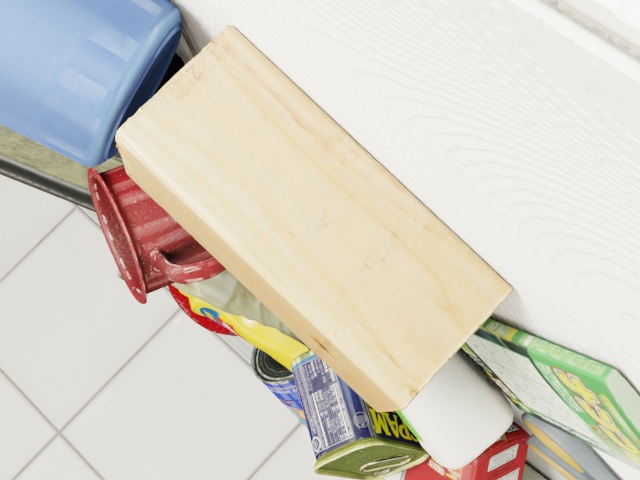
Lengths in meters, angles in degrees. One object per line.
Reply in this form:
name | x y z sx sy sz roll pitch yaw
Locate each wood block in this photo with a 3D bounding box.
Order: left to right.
wood block | -0.007 -0.007 0.596 0.206 0.090 0.091 44 169 3

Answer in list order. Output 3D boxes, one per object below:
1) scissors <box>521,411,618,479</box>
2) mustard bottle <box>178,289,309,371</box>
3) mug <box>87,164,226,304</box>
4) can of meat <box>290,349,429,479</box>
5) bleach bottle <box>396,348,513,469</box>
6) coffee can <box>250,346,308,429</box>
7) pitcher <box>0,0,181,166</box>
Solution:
scissors | 0.202 0.167 0.695 0.202 0.016 0.096 30 162 53
mustard bottle | -0.057 0.064 0.943 0.192 0.058 0.096 30 176 24
mug | -0.089 -0.011 0.678 0.117 0.081 0.093 44 151 51
can of meat | 0.028 0.126 0.790 0.102 0.058 0.084 25 -138 -54
bleach bottle | 0.026 0.039 0.732 0.251 0.068 0.102 49 180 -8
coffee can | 0.008 0.146 1.108 0.140 0.102 0.103 51 168 -33
pitcher | -0.202 -0.153 0.606 0.242 0.145 0.149 30 164 -5
